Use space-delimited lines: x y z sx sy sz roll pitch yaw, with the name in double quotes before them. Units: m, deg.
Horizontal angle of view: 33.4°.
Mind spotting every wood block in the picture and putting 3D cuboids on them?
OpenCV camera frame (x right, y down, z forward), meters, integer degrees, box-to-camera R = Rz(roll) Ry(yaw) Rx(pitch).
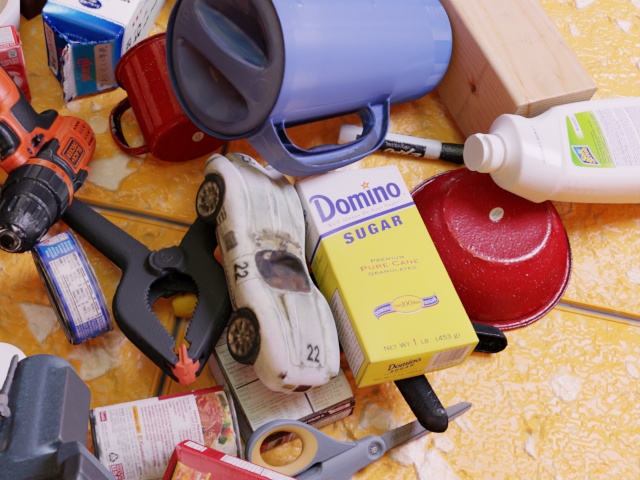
"wood block" 0.150 -0.183 0.982 0.090 0.091 0.206 -15 64 -24

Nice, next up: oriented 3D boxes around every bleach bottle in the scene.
"bleach bottle" 0.230 -0.081 0.915 0.250 0.068 0.102 -2 60 -28

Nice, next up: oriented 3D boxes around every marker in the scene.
"marker" 0.076 -0.087 0.964 0.121 0.020 0.020 10 60 -2

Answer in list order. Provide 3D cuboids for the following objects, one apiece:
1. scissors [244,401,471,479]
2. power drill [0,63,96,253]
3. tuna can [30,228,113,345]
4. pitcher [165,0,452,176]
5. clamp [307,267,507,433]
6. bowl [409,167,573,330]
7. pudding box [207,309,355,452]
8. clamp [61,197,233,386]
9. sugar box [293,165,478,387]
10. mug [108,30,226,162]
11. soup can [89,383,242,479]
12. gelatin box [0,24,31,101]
"scissors" 0.024 0.146 0.806 0.201 0.016 0.096 -35 106 -22
"power drill" -0.259 -0.093 0.819 0.057 0.187 0.184 -31 23 18
"tuna can" -0.192 0.037 0.820 0.033 0.086 0.086 -23 66 -17
"pitcher" 0.005 -0.151 0.890 0.145 0.149 0.242 27 27 36
"clamp" 0.066 0.070 0.861 0.171 0.039 0.120 40 43 20
"bowl" 0.144 -0.007 0.908 0.162 0.055 0.162 3 60 -6
"pudding box" -0.035 0.099 0.834 0.090 0.039 0.113 -20 64 -17
"clamp" -0.129 0.022 0.841 0.164 0.036 0.210 -7 49 -1
"sugar box" 0.045 0.022 0.833 0.093 0.048 0.176 -9 58 -21
"mug" -0.131 -0.116 0.920 0.117 0.093 0.081 -27 69 13
"soup can" -0.113 0.147 0.779 0.102 0.068 0.068 -9 63 -12
"gelatin box" -0.297 -0.143 0.913 0.089 0.073 0.030 -13 60 -15
